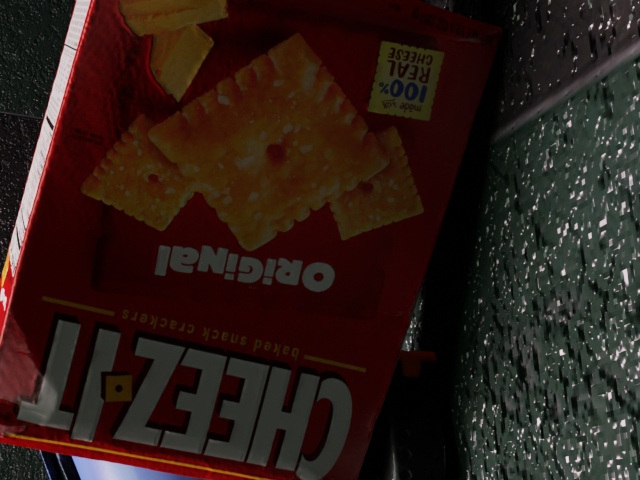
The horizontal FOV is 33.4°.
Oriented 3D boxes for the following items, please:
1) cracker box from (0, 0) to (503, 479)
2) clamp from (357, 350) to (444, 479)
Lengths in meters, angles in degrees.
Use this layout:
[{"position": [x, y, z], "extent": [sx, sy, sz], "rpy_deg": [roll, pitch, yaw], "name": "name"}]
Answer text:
[{"position": [-0.037, -0.011, 0.444], "extent": [0.072, 0.164, 0.214], "rpy_deg": [-145, 71, -70], "name": "cracker box"}, {"position": [0.026, 0.136, 0.495], "extent": [0.120, 0.039, 0.171], "rpy_deg": [170, 108, -68], "name": "clamp"}]
